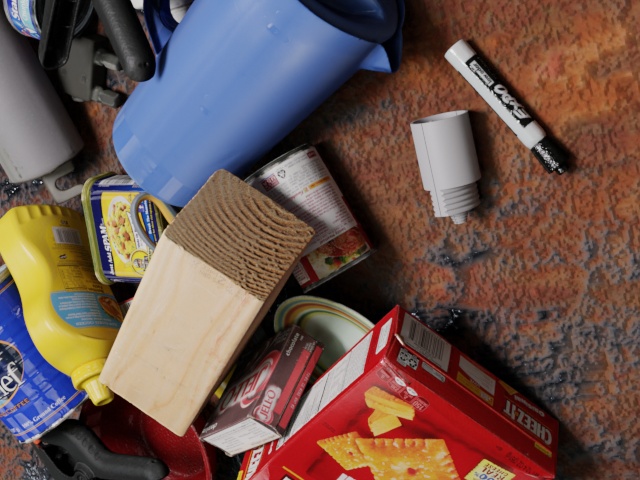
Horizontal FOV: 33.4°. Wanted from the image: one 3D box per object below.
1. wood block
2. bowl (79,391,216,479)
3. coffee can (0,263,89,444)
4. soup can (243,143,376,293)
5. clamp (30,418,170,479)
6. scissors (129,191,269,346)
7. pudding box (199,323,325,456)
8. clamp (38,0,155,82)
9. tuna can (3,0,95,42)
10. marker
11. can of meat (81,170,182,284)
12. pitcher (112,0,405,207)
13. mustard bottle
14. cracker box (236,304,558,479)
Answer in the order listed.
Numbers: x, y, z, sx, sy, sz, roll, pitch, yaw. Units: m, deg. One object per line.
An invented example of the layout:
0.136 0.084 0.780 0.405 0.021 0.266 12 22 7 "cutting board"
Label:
-0.095 0.054 0.846 0.090 0.090 0.206 34 136 1 "wood block"
-0.156 0.199 1.032 0.162 0.055 0.162 11 112 29 "bowl"
-0.287 0.105 1.005 0.103 0.102 0.140 -28 106 36 "coffee can"
-0.010 -0.018 0.856 0.069 0.068 0.102 -32 88 36 "soup can"
-0.209 0.215 1.011 0.171 0.039 0.120 35 120 18 "clamp"
-0.079 0.017 0.934 0.201 0.096 0.016 43 160 -22 "scissors"
-0.050 0.128 0.894 0.039 0.090 0.114 34 149 -10 "pudding box"
-0.178 -0.220 0.810 0.165 0.036 0.210 24 122 45 "clamp"
-0.229 -0.213 0.914 0.034 0.086 0.086 21 117 23 "tuna can"
0.135 -0.094 0.768 0.121 0.020 0.020 50 125 7 "marker"
-0.159 -0.011 0.960 0.084 0.057 0.102 2 107 30 "can of meat"
-0.066 -0.139 0.815 0.243 0.144 0.149 -42 50 38 "pitcher"
-0.226 0.060 0.969 0.058 0.096 0.192 -36 66 25 "mustard bottle"
0.056 0.175 0.850 0.164 0.072 0.214 36 124 -10 "cracker box"
